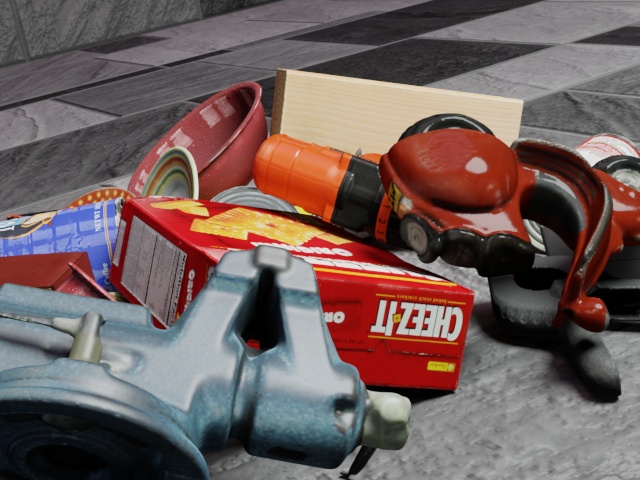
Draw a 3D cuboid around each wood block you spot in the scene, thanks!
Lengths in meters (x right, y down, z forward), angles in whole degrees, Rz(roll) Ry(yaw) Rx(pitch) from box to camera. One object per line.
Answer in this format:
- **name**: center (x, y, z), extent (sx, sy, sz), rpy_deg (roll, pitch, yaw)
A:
- **wood block**: center (0.062, -0.094, 0.945), extent (0.206, 0.091, 0.090), rpy_deg (6, 9, -8)

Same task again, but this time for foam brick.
- **foam brick**: center (-0.185, 0.043, 0.669), extent (0.078, 0.053, 0.051), rpy_deg (-3, 25, 16)

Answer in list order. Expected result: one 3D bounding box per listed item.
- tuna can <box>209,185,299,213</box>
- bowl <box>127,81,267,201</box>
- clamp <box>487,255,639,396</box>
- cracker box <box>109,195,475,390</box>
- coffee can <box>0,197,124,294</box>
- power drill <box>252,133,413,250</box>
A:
- **tuna can**: center (-0.056, 0.001, 0.848), extent (0.086, 0.034, 0.086), rpy_deg (6, 57, -9)
- **bowl**: center (-0.103, -0.075, 0.997), extent (0.162, 0.055, 0.162), rpy_deg (-32, 27, 18)
- **clamp**: center (0.174, 0.039, 0.675), extent (0.120, 0.039, 0.172), rpy_deg (-17, 23, -19)
- **cracker box**: center (-0.028, 0.028, 0.689), extent (0.164, 0.072, 0.214), rpy_deg (6, 9, -26)
- **coffee can**: center (-0.210, 0.030, 0.811), extent (0.140, 0.103, 0.103), rpy_deg (-11, 18, -3)
- **power drill**: center (0.060, -0.029, 0.798), extent (0.184, 0.057, 0.187), rpy_deg (22, 6, 16)
